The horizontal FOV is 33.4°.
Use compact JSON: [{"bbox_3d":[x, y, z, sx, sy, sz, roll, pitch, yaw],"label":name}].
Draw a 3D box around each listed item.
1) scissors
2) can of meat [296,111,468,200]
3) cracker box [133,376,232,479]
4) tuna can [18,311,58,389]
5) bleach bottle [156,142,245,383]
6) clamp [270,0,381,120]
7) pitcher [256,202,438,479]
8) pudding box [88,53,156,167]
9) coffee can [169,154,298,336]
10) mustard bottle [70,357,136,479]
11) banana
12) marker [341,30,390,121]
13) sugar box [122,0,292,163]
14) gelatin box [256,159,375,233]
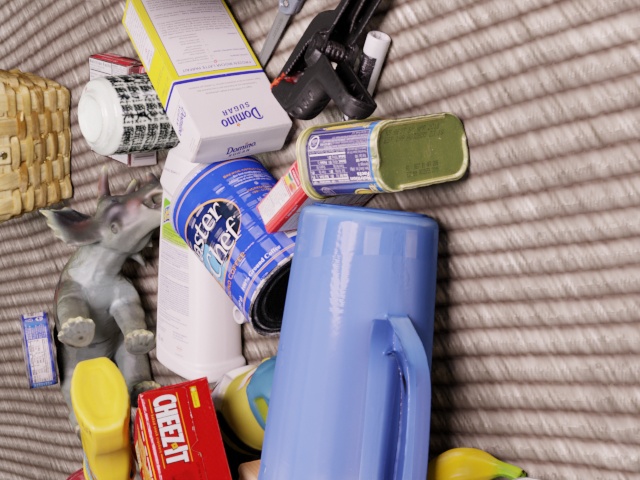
[{"bbox_3d":[-0.012,-0.200,0.908,0.096,0.016,0.202,44,137,30],"label":"scissors"},{"bbox_3d":[0.048,-0.065,0.799,0.084,0.101,0.057,0,100,50],"label":"can of meat"},{"bbox_3d":[-0.127,0.230,1.006,0.214,0.072,0.164,121,134,-71],"label":"cracker box"},{"bbox_3d":[-0.322,0.125,1.216,0.086,0.033,0.086,172,90,-74],"label":"tuna can"},{"bbox_3d":[-0.121,0.008,1.067,0.103,0.067,0.251,18,111,48],"label":"bleach bottle"},{"bbox_3d":[0.014,-0.158,0.839,0.210,0.036,0.164,-8,62,69],"label":"clamp"},{"bbox_3d":[0.031,0.097,0.817,0.149,0.144,0.243,7,93,20],"label":"pitcher"},{"bbox_3d":[-0.217,-0.144,1.168,0.090,0.039,0.113,23,115,48],"label":"pudding box"},{"bbox_3d":[-0.056,0.001,0.947,0.140,0.102,0.103,48,133,33],"label":"coffee can"},{"bbox_3d":[-0.232,0.219,1.154,0.192,0.058,0.096,96,156,-46],"label":"mustard bottle"},{"bbox_3d":[0.095,0.228,0.868,0.070,0.037,0.198,52,136,33],"label":"banana"},{"bbox_3d":[0.031,-0.113,0.873,0.020,0.020,0.121,45,132,35],"label":"marker"},{"bbox_3d":[-0.105,-0.153,0.967,0.176,0.093,0.048,64,149,23],"label":"sugar box"},{"bbox_3d":[0.003,-0.040,0.871,0.073,0.089,0.030,-45,63,48],"label":"gelatin box"}]
